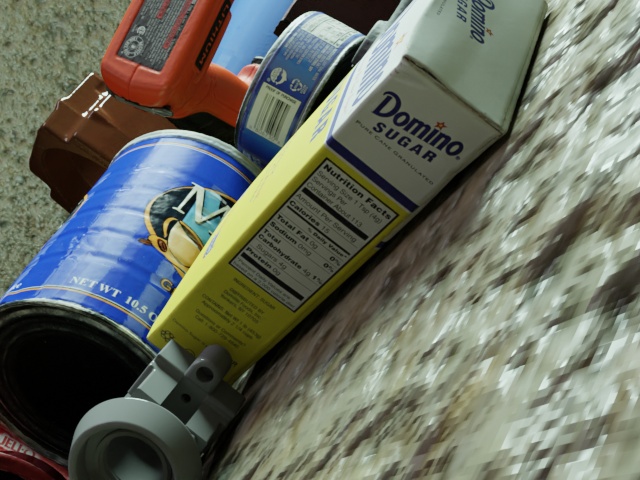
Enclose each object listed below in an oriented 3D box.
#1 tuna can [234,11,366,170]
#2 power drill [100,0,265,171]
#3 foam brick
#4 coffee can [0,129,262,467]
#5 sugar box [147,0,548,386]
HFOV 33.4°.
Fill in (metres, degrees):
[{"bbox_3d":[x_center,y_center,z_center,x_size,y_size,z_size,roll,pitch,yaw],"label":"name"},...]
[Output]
[{"bbox_3d":[-0.008,-0.072,0.543,0.086,0.034,0.086,-56,-12,-19],"label":"tuna can"},{"bbox_3d":[-0.041,-0.111,0.665,0.184,0.057,0.187,-65,-30,-7],"label":"power drill"},{"bbox_3d":[0.019,-0.117,0.604,0.051,0.078,0.053,-52,8,-1],"label":"foam brick"},{"bbox_3d":[-0.084,0.026,0.506,0.103,0.102,0.140,-47,10,39],"label":"coffee can"},{"bbox_3d":[0.006,-0.023,0.400,0.176,0.048,0.093,-48,10,40],"label":"sugar box"}]
